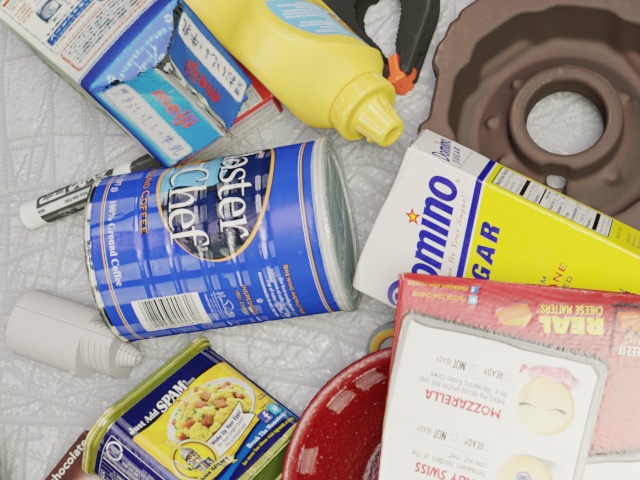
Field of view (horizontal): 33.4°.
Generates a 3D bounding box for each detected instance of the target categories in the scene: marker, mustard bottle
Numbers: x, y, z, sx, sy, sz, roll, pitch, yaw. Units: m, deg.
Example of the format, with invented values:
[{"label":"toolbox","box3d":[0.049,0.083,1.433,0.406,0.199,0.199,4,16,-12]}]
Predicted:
[{"label":"marker","box3d":[-0.143,-0.034,0.687,0.121,0.020,0.020,-19,69,25]},{"label":"mustard bottle","box3d":[-0.018,-0.121,0.642,0.192,0.096,0.058,46,114,27]}]

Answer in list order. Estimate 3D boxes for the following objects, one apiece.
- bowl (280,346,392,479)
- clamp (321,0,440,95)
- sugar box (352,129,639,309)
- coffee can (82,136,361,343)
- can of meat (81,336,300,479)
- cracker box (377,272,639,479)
[{"label":"bowl","box3d":[0.062,0.139,0.584,0.162,0.055,0.162,-3,76,12]},{"label":"clamp","box3d":[0.040,-0.182,0.694,0.120,0.039,0.171,-29,74,20]},{"label":"sugar box","box3d":[0.112,0.020,0.572,0.176,0.048,0.093,25,116,8]},{"label":"coffee can","box3d":[-0.054,0.001,0.630,0.140,0.102,0.103,-9,72,10]},{"label":"can of meat","box3d":[-0.068,0.116,0.605,0.084,0.057,0.101,35,46,17]},{"label":"cracker box","box3d":[0.109,0.129,0.501,0.164,0.072,0.214,5,84,16]}]
